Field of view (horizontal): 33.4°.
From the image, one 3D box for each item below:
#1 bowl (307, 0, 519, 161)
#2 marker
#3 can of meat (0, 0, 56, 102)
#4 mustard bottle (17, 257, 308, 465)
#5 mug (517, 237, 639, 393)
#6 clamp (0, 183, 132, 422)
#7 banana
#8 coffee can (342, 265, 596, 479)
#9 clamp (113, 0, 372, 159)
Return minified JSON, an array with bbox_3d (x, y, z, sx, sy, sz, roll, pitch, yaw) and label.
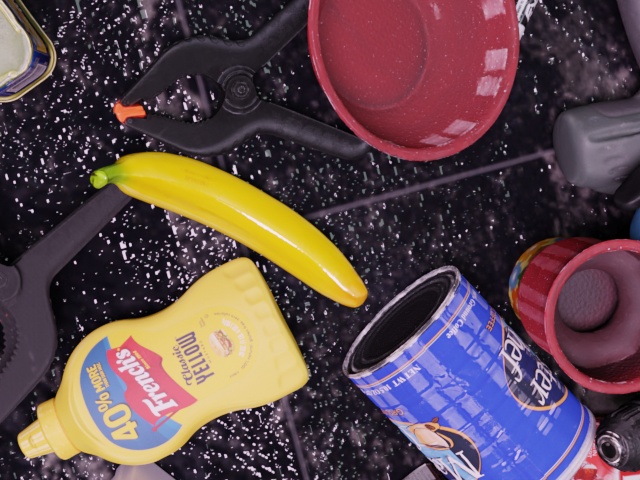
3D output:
[{"bbox_3d":[0.050,-0.131,0.687,0.161,0.055,0.162,-1,92,-30],"label":"bowl"},{"bbox_3d":[0.139,-0.165,0.727,0.020,0.020,0.121,23,94,-9],"label":"marker"},{"bbox_3d":[-0.214,-0.136,0.657,0.057,0.084,0.102,-35,100,-2],"label":"can of meat"},{"bbox_3d":[-0.111,0.093,0.708,0.191,0.058,0.096,-27,84,-2],"label":"mustard bottle"},{"bbox_3d":[0.184,0.046,0.672,0.117,0.081,0.093,25,93,-8],"label":"mug"},{"bbox_3d":[-0.207,0.019,0.639,0.164,0.036,0.210,24,65,-27],"label":"clamp"},{"bbox_3d":[-0.058,-0.013,0.701,0.197,0.069,0.037,24,127,-18],"label":"banana"},{"bbox_3d":[0.099,0.102,0.712,0.103,0.103,0.140,-44,99,0],"label":"coffee can"},{"bbox_3d":[-0.047,-0.091,0.705,0.171,0.039,0.120,-21,94,-6],"label":"clamp"}]
